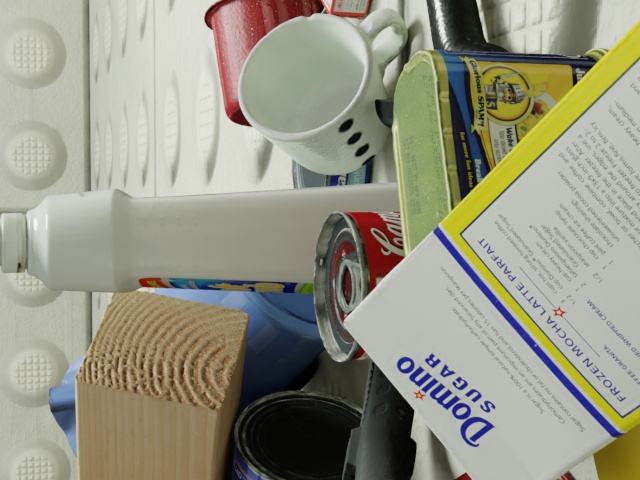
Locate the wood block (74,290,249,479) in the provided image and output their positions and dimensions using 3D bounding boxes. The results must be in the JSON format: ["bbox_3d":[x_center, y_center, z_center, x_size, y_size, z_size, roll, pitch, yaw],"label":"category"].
[{"bbox_3d":[-0.106,0.143,0.714,0.090,0.091,0.206,-77,-4,-51],"label":"wood block"}]

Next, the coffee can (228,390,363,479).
[{"bbox_3d":[-0.015,0.188,0.720,0.103,0.102,0.140,-118,33,-56],"label":"coffee can"}]

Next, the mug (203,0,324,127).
[{"bbox_3d":[-0.033,-0.133,0.810,0.117,0.093,0.081,30,-130,-74],"label":"mug"}]

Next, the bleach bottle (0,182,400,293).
[{"bbox_3d":[-0.054,0.001,0.590,0.103,0.250,0.068,164,105,-72],"label":"bleach bottle"}]

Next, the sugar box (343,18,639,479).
[{"bbox_3d":[0.090,0.009,0.345,0.093,0.048,0.176,50,135,9],"label":"sugar box"}]

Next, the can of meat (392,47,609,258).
[{"bbox_3d":[0.079,-0.029,0.444,0.058,0.083,0.102,141,126,-68],"label":"can of meat"}]

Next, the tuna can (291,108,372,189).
[{"bbox_3d":[0.007,-0.057,0.753,0.086,0.033,0.086,179,90,-72],"label":"tuna can"}]

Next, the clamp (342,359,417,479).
[{"bbox_3d":[0.030,0.129,0.573,0.210,0.036,0.165,-76,-3,-54],"label":"clamp"}]

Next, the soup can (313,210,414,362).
[{"bbox_3d":[0.055,0.020,0.493,0.069,0.102,0.068,179,90,-73],"label":"soup can"}]

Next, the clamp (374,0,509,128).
[{"bbox_3d":[0.073,-0.083,0.542,0.171,0.039,0.120,-122,31,-53],"label":"clamp"}]

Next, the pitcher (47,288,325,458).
[{"bbox_3d":[-0.077,0.085,0.806,0.243,0.145,0.149,-42,2,36],"label":"pitcher"}]
